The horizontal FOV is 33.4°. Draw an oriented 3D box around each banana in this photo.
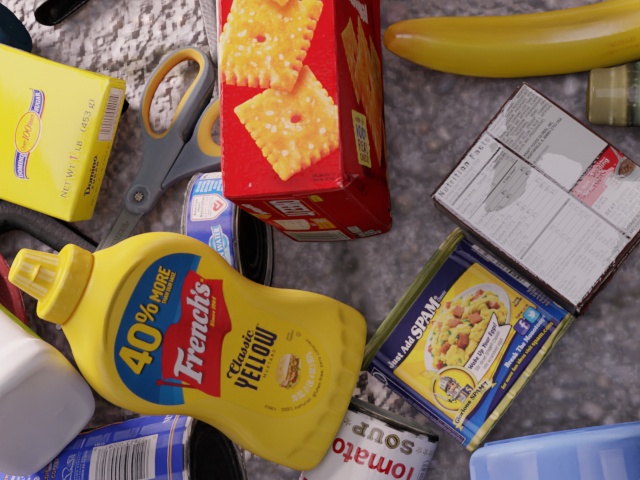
[{"bbox_3d":[0.138,-0.124,0.622,0.198,0.069,0.037,-8,63,14],"label":"banana"}]

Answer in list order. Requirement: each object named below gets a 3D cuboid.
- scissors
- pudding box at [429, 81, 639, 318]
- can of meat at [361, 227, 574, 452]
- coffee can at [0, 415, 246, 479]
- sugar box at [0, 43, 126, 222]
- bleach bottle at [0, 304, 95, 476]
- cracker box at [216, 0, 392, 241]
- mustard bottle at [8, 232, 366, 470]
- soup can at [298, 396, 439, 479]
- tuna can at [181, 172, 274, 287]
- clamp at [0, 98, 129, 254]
[{"bbox_3d":[-0.093,-0.029,0.677,0.096,0.016,0.201,12,75,9],"label":"scissors"},{"bbox_3d":[0.135,-0.024,0.624,0.113,0.039,0.090,40,93,18],"label":"pudding box"},{"bbox_3d":[0.084,0.058,0.615,0.084,0.057,0.102,37,92,14],"label":"can of meat"},{"bbox_3d":[-0.123,0.159,0.627,0.140,0.102,0.103,-14,79,11],"label":"coffee can"},{"bbox_3d":[-0.218,-0.082,0.668,0.176,0.048,0.093,17,96,4],"label":"sugar box"},{"bbox_3d":[-0.238,0.025,0.610,0.251,0.102,0.068,38,74,24],"label":"bleach bottle"},{"bbox_3d":[-0.004,-0.115,0.606,0.072,0.164,0.214,-3,81,12],"label":"cracker box"},{"bbox_3d":[-0.073,0.049,0.569,0.191,0.058,0.096,25,80,-22],"label":"mustard bottle"},{"bbox_3d":[0.020,0.147,0.612,0.068,0.068,0.102,21,87,16],"label":"soup can"},{"bbox_3d":[-0.054,0.001,0.642,0.034,0.086,0.086,-4,81,12],"label":"tuna can"},{"bbox_3d":[-0.204,-0.029,0.709,0.171,0.039,0.120,-9,75,10],"label":"clamp"}]
